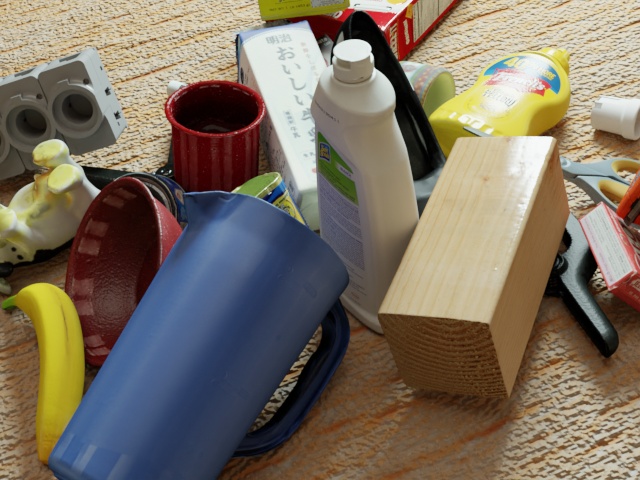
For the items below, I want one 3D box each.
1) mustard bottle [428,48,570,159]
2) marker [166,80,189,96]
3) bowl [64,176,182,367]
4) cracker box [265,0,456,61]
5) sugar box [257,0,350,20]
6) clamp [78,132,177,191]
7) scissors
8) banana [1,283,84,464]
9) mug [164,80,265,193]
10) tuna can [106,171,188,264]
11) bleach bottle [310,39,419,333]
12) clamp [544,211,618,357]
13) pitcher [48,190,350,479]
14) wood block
[{"bbox_3d":[0.199,-0.143,1.086,0.096,0.058,0.191,27,52,29],"label":"mustard bottle"},{"bbox_3d":[-0.114,-0.152,1.163,0.121,0.020,0.020,18,49,24],"label":"marker"},{"bbox_3d":[-0.157,0.030,0.909,0.055,0.162,0.162,13,29,-38],"label":"bowl"},{"bbox_3d":[0.059,-0.288,1.249,0.164,0.072,0.213,19,50,27],"label":"cracker box"},{"bbox_3d":[-0.015,-0.285,1.142,0.093,0.048,0.176,-6,30,5],"label":"sugar box"},{"bbox_3d":[-0.161,-0.052,1.050,0.164,0.036,0.210,-26,46,-18],"label":"clamp"},{"bbox_3d":[0.239,-0.074,1.004,0.202,0.016,0.096,34,45,16],"label":"scissors"},{"bbox_3d":[-0.225,0.095,0.894,0.037,0.070,0.198,19,27,-36],"label":"banana"},{"bbox_3d":[-0.105,-0.098,1.010,0.093,0.081,0.117,-23,48,-27],"label":"mug"},{"bbox_3d":[-0.163,-0.020,0.982,0.086,0.033,0.086,-1,86,18],"label":"tuna can"},{"bbox_3d":[0.039,-0.044,0.859,0.068,0.251,0.103,-31,48,-24],"label":"bleach bottle"},{"bbox_3d":[0.205,0.035,0.910,0.120,0.039,0.171,13,51,19],"label":"clamp"},{"bbox_3d":[-0.084,0.097,0.795,0.149,0.145,0.242,27,70,13],"label":"pitcher"},{"bbox_3d":[0.130,0.016,0.862,0.090,0.091,0.206,3,46,28],"label":"wood block"}]
